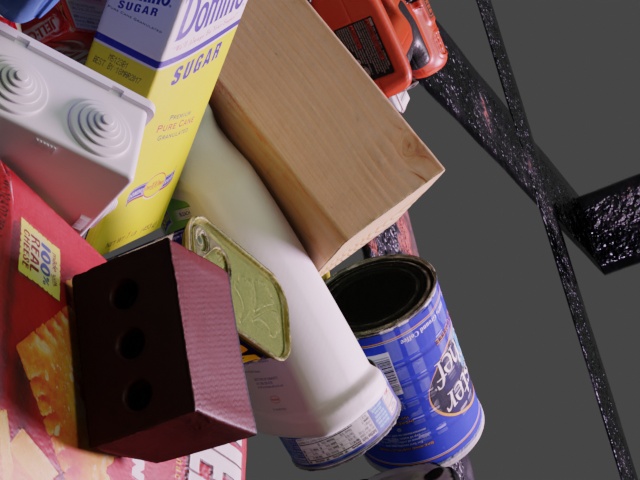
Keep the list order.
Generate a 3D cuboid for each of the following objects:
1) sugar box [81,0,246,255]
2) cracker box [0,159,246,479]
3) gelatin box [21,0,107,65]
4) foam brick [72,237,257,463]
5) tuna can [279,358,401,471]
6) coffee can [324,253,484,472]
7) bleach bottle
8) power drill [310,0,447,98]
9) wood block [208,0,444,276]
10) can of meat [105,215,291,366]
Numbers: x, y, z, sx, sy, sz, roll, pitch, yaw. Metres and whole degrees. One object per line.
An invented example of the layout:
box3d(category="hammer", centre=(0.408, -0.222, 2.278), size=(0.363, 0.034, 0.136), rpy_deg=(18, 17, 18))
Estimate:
box3d(category="sugar box", centre=(-0.091, -0.081, 0.572), size=(0.048, 0.176, 0.093), rpy_deg=(30, 20, 8))
box3d(category="cracker box", centre=(-0.112, 0.094, 0.476), size=(0.213, 0.072, 0.164), rpy_deg=(51, 28, -42))
box3d(category="gelatin box", centre=(-0.144, -0.108, 0.583), size=(0.030, 0.073, 0.089), rpy_deg=(70, 21, 1))
box3d(category="foam brick", centre=(-0.067, 0.049, 0.452), size=(0.051, 0.053, 0.078), rpy_deg=(35, 37, -59))
box3d(category="tuna can", centre=(0.010, 0.118, 0.736), size=(0.033, 0.086, 0.086), rpy_deg=(61, 22, -17))
box3d(category="coffee can", centre=(0.059, 0.096, 0.824), size=(0.102, 0.103, 0.140), rpy_deg=(-76, 149, -56))
box3d(category="bleach bottle", centre=(-0.054, 0.001, 0.668), size=(0.068, 0.103, 0.251), rpy_deg=(-33, 104, -35))
box3d(category="power drill", centre=(0.050, -0.210, 0.929), size=(0.184, 0.057, 0.187), rpy_deg=(62, 26, -16))
box3d(category="wood block", centre=(-0.029, -0.086, 0.697), size=(0.090, 0.090, 0.206), rpy_deg=(-35, 83, -27))
box3d(category="can of meat", centre=(-0.078, 0.040, 0.593), size=(0.102, 0.084, 0.057), rpy_deg=(43, 34, -50))
